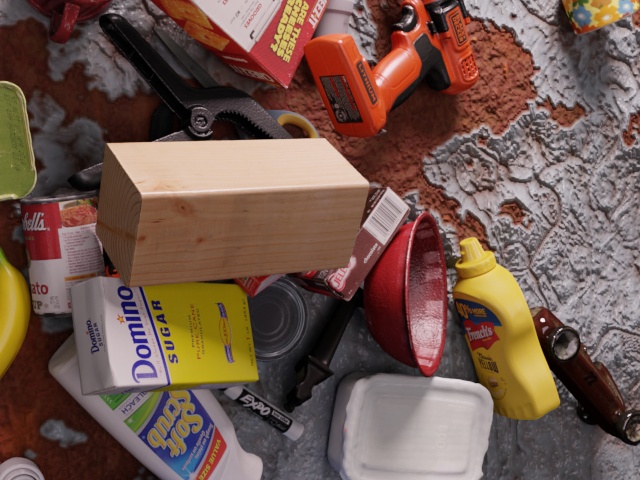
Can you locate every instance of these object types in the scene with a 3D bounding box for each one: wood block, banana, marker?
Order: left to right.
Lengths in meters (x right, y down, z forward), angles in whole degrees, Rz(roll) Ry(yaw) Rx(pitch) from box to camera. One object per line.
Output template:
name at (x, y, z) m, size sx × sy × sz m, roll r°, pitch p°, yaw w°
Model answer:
banana at (-0.304, 0.101, 0.919) m, size 0.069 × 0.037 × 0.197 m, roll 29°, pitch 80°, yaw -5°
wood block at (-0.075, -0.027, 0.909) m, size 0.205 × 0.091 × 0.090 m, roll -5°, pitch 125°, yaw -29°
marker at (-0.066, 0.157, 1.037) m, size 0.121 × 0.020 × 0.020 m, roll 38°, pitch 78°, yaw -22°

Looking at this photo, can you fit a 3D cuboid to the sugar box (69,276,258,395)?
sugar box at (-0.130, 0.082, 0.918) m, size 0.175 × 0.048 × 0.093 m, roll 7°, pitch 70°, yaw -54°

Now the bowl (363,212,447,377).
bowl at (0.081, 0.054, 1.052) m, size 0.055 × 0.162 × 0.162 m, roll -2°, pitch 96°, yaw 20°

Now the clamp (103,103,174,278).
clamp at (-0.148, -0.039, 0.978) m, size 0.120 × 0.039 × 0.171 m, roll 47°, pitch 68°, yaw -13°

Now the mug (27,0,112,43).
mug at (-0.211, -0.226, 0.912) m, size 0.093 × 0.082 × 0.117 m, roll 17°, pitch 86°, yaw -25°

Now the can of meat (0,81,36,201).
can of meat at (-0.274, -0.082, 0.892) m, size 0.057 × 0.084 × 0.102 m, roll -11°, pitch 98°, yaw -24°

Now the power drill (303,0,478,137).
power drill at (0.070, -0.198, 1.027) m, size 0.187 × 0.057 × 0.184 m, roll -38°, pitch 116°, yaw -33°

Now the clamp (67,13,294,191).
clamp at (-0.117, -0.112, 0.958) m, size 0.209 × 0.036 × 0.164 m, roll 7°, pitch 76°, yaw -25°

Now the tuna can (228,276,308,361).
tuna can at (-0.055, 0.073, 1.029) m, size 0.086 × 0.034 × 0.086 m, roll -2°, pitch 94°, yaw -24°

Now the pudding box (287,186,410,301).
pudding box at (0.026, 0.001, 1.030) m, size 0.039 × 0.090 × 0.113 m, roll 42°, pitch 76°, yaw -23°

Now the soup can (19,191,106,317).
soup can at (-0.222, 0.011, 0.931) m, size 0.068 × 0.069 × 0.102 m, roll -8°, pitch 97°, yaw -24°

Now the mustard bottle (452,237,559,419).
mustard bottle at (0.182, 0.087, 1.103) m, size 0.058 × 0.096 × 0.191 m, roll -25°, pitch 103°, yaw -21°

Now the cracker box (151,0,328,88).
cracker box at (-0.073, -0.256, 0.931) m, size 0.213 × 0.072 × 0.164 m, roll 35°, pitch 78°, yaw -54°

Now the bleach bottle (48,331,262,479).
bleach bottle at (-0.129, 0.167, 0.987) m, size 0.102 × 0.068 × 0.250 m, roll -47°, pitch 112°, yaw -13°

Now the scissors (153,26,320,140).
scissors at (-0.070, -0.133, 1.017) m, size 0.096 × 0.016 × 0.202 m, roll -36°, pitch 96°, yaw -35°
